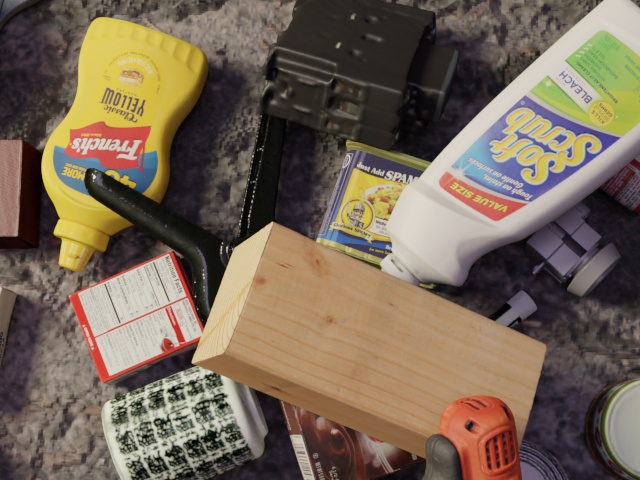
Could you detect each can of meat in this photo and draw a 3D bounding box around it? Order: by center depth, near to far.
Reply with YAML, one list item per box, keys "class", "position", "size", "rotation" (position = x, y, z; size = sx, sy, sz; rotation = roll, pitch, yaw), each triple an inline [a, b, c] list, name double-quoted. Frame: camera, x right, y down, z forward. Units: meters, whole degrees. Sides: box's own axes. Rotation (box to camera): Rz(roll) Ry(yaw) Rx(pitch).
- class: "can of meat"
  position: [0.055, -0.019, 0.800]
  size: [0.102, 0.057, 0.084]
  rotation: [19, 83, 6]

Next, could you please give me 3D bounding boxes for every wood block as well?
- class: "wood block"
  position: [0.033, 0.077, 0.712]
  size: [0.206, 0.091, 0.090]
  rotation: [24, 72, -14]

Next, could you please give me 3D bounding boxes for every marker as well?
- class: "marker"
  position: [0.110, 0.081, 0.798]
  size: [0.121, 0.020, 0.020]
  rotation: [-38, 81, -4]

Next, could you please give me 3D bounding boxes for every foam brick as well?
- class: "foam brick"
  position: [-0.247, -0.035, 0.820]
  size: [0.051, 0.053, 0.078]
  rotation: [0, 80, 3]

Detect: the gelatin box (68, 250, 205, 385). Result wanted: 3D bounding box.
- class: "gelatin box"
  position: [-0.135, 0.059, 0.810]
  size: [0.089, 0.030, 0.073]
  rotation: [-24, 79, -2]

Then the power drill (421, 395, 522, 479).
- class: "power drill"
  position: [0.048, 0.201, 0.631]
  size: [0.187, 0.057, 0.184]
  rotation: [-17, 105, -28]

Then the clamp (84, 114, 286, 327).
- class: "clamp"
  position: [-0.055, 0.001, 0.799]
  size: [0.164, 0.036, 0.210]
  rotation: [-33, 94, -20]

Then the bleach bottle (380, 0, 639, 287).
- class: "bleach bottle"
  position: [0.142, -0.048, 0.736]
  size: [0.251, 0.068, 0.102]
  rotation: [-44, 81, 3]

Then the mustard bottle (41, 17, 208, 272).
- class: "mustard bottle"
  position: [-0.159, -0.068, 0.819]
  size: [0.096, 0.058, 0.191]
  rotation: [18, 82, -1]

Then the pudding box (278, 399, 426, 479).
- class: "pudding box"
  position: [0.019, 0.118, 0.770]
  size: [0.090, 0.039, 0.113]
  rotation: [-15, 87, -20]
